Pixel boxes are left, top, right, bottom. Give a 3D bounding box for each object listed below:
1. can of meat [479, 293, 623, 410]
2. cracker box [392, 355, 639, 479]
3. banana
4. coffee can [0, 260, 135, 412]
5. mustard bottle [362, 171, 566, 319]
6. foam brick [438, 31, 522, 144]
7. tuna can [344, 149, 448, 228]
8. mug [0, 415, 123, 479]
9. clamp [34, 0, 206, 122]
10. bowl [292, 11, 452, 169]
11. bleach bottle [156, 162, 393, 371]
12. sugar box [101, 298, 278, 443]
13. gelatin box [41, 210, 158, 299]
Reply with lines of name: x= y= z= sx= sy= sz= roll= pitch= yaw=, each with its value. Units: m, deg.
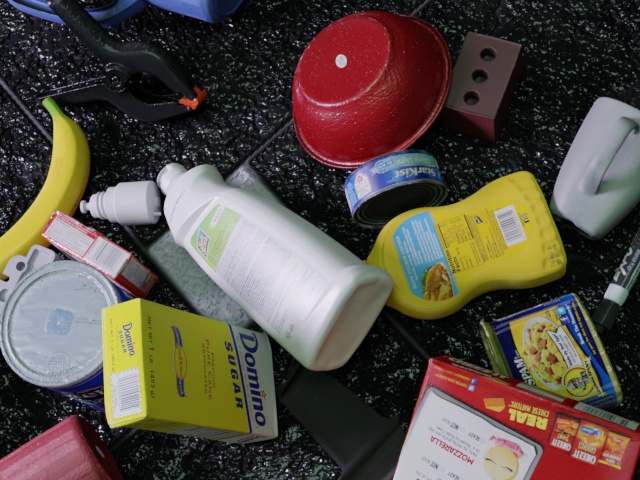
can of meat: x=0.186 y=0.102 z=0.868 sx=0.084 sy=0.057 sz=0.102 roll=-20 pitch=70 yaw=2
cracker box: x=0.132 y=0.212 z=0.796 sx=0.164 sy=0.072 sz=0.214 roll=18 pitch=94 yaw=20
banana: x=-0.265 y=-0.036 z=1.006 sx=0.069 sy=0.037 sz=0.197 roll=19 pitch=72 yaw=4
coffee can: x=-0.193 y=0.085 z=0.903 sx=0.103 sy=0.140 sz=0.103 roll=-3 pitch=72 yaw=10
mustard bottle: x=0.105 y=0.015 z=0.911 sx=0.191 sy=0.058 sz=0.096 roll=-19 pitch=70 yaw=4
foam brick: x=0.144 y=-0.137 z=0.956 sx=0.053 sy=0.051 sz=0.078 roll=18 pitch=77 yaw=16
tuna can: x=0.065 y=-0.044 z=0.924 sx=0.086 sy=0.086 sz=0.034 roll=-18 pitch=68 yaw=5
mug: x=-0.212 y=0.210 z=0.896 sx=0.081 sy=0.093 sz=0.117 roll=-32 pitch=73 yaw=-6
clamp: x=-0.197 y=-0.152 z=1.020 sx=0.171 sy=0.120 sz=0.039 roll=28 pitch=39 yaw=1
bowl: x=0.033 y=-0.147 z=0.953 sx=0.162 sy=0.055 sz=0.162 roll=-14 pitch=60 yaw=26
bleach bottle: x=-0.056 y=0.001 z=0.924 sx=0.251 sy=0.067 sz=0.103 roll=40 pitch=109 yaw=33
sugar box: x=-0.100 y=0.109 z=0.858 sx=0.048 sy=0.176 sz=0.093 roll=-17 pitch=69 yaw=30
gelatin box: x=-0.199 y=0.014 z=0.964 sx=0.089 sy=0.073 sz=0.030 roll=29 pitch=79 yaw=19
